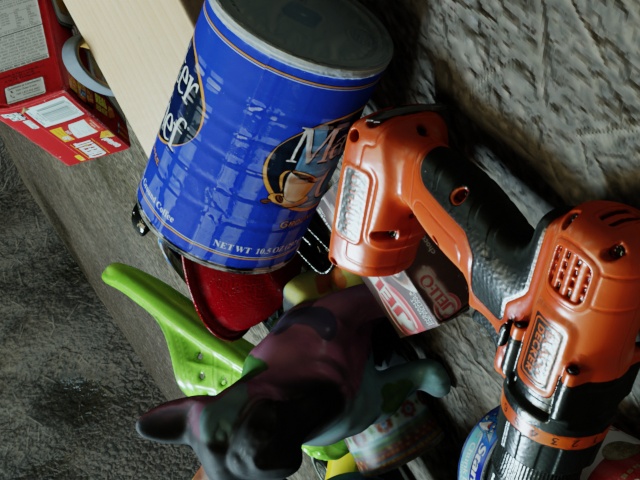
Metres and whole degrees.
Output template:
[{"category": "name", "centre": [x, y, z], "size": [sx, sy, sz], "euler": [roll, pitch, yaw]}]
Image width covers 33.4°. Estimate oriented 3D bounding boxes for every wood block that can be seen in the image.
[{"category": "wood block", "centre": [-0.086, -0.131, 0.707], "size": [0.091, 0.090, 0.206], "euler": [-18, 105, 35]}]

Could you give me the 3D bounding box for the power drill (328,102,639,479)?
[{"category": "power drill", "centre": [0.078, 0.029, 0.538], "size": [0.188, 0.057, 0.184], "euler": [44, 135, 40]}]

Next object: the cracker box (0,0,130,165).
[{"category": "cracker box", "centre": [-0.236, -0.188, 0.902], "size": [0.164, 0.072, 0.214], "euler": [51, -156, -77]}]

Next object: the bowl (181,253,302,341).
[{"category": "bowl", "centre": [-0.056, 0.001, 0.882], "size": [0.162, 0.055, 0.162], "euler": [-6, -90, -70]}]

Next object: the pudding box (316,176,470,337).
[{"category": "pudding box", "centre": [0.047, 0.006, 0.695], "size": [0.113, 0.039, 0.090], "euler": [59, 165, 3]}]

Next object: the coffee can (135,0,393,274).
[{"category": "coffee can", "centre": [-0.034, -0.067, 0.591], "size": [0.103, 0.102, 0.140], "euler": [50, 130, 31]}]

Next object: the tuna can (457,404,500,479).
[{"category": "tuna can", "centre": [0.123, 0.135, 0.613], "size": [0.086, 0.086, 0.034], "euler": [63, 165, -14]}]

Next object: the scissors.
[{"category": "scissors", "centre": [-0.112, -0.140, 0.776], "size": [0.016, 0.201, 0.096], "euler": [-14, 86, 32]}]
